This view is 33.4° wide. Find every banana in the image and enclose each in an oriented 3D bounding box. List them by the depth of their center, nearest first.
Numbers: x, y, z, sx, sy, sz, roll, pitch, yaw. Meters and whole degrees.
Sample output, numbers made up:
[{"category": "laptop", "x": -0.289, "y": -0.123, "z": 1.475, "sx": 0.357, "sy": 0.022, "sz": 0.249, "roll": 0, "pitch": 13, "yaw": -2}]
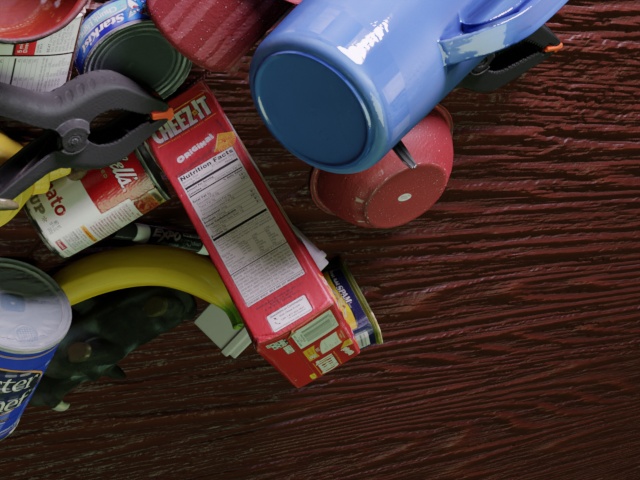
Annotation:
[{"category": "banana", "x": -0.163, "y": 0.037, "z": 0.961, "sx": 0.198, "sy": 0.069, "sz": 0.037, "roll": 4, "pitch": 158, "yaw": 9}]

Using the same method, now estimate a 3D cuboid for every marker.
[{"category": "marker", "x": -0.148, "y": -0.004, "z": 0.988, "sx": 0.120, "sy": 0.020, "sz": 0.020, "roll": 12, "pitch": 129, "yaw": -47}]

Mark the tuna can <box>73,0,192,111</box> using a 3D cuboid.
[{"category": "tuna can", "x": -0.141, "y": -0.139, "z": 0.795, "sx": 0.086, "sy": 0.034, "sz": 0.086, "roll": -21, "pitch": 147, "yaw": -15}]

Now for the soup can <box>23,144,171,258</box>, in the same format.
[{"category": "soup can", "x": -0.182, "y": -0.038, "z": 0.868, "sx": 0.102, "sy": 0.068, "sz": 0.068, "roll": -30, "pitch": 148, "yaw": 0}]

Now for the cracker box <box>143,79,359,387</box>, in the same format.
[{"category": "cracker box", "x": -0.056, "y": 0.001, "z": 0.861, "sx": 0.072, "sy": 0.214, "sz": 0.164, "roll": -31, "pitch": 160, "yaw": -1}]

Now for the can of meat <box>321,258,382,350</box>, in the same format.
[{"category": "can of meat", "x": 0.008, "y": 0.082, "z": 1.155, "sx": 0.084, "sy": 0.102, "sz": 0.057, "roll": -24, "pitch": 147, "yaw": -7}]

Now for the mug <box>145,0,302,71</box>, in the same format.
[{"category": "mug", "x": -0.063, "y": -0.174, "z": 0.764, "sx": 0.082, "sy": 0.093, "sz": 0.117, "roll": -42, "pitch": 157, "yaw": 26}]

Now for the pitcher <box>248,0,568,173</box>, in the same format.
[{"category": "pitcher", "x": 0.067, "y": -0.155, "z": 0.742, "sx": 0.242, "sy": 0.145, "sz": 0.149, "roll": -49, "pitch": 179, "yaw": -35}]

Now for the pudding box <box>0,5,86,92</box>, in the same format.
[{"category": "pudding box", "x": -0.225, "y": -0.134, "z": 0.730, "sx": 0.113, "sy": 0.039, "sz": 0.090, "roll": -6, "pitch": 142, "yaw": -31}]

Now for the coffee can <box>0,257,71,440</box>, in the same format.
[{"category": "coffee can", "x": -0.290, "y": 0.099, "z": 0.934, "sx": 0.102, "sy": 0.103, "sz": 0.140, "roll": 1, "pitch": 137, "yaw": -40}]

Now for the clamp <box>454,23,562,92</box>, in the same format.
[{"category": "clamp", "x": 0.135, "y": -0.177, "z": 0.962, "sx": 0.209, "sy": 0.036, "sz": 0.165, "roll": -18, "pitch": 145, "yaw": -24}]

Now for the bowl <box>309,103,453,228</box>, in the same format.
[{"category": "bowl", "x": 0.072, "y": -0.063, "z": 1.052, "sx": 0.162, "sy": 0.055, "sz": 0.162, "roll": -21, "pitch": 147, "yaw": -15}]

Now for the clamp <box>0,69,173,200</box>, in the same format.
[{"category": "clamp", "x": -0.187, "y": -0.086, "z": 0.755, "sx": 0.171, "sy": 0.039, "sz": 0.120, "roll": -27, "pitch": 148, "yaw": -24}]
